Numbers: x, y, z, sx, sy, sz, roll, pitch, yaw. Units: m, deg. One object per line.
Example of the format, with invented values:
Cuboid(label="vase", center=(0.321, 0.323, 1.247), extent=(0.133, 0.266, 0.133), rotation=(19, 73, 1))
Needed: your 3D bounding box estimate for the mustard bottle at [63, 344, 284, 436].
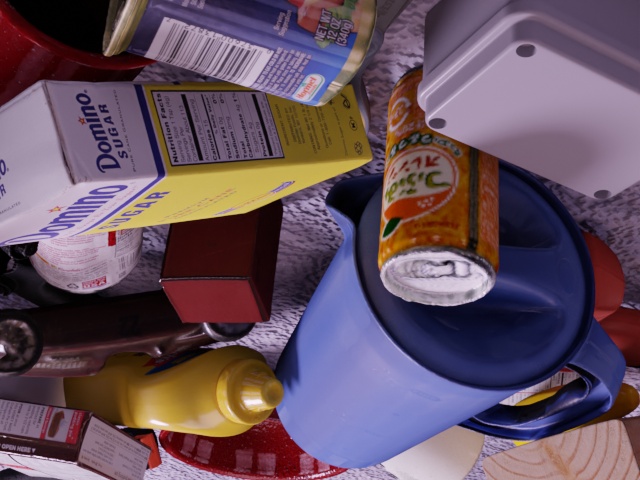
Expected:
Cuboid(label="mustard bottle", center=(-0.090, 0.100, 0.722), extent=(0.096, 0.058, 0.192), rotation=(-7, -179, -40))

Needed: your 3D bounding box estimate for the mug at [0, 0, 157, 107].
Cuboid(label="mug", center=(-0.116, -0.093, 0.426), extent=(0.117, 0.093, 0.082), rotation=(-5, 164, -34))

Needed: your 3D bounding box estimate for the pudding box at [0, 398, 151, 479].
Cuboid(label="pudding box", center=(-0.177, 0.139, 0.725), extent=(0.090, 0.039, 0.113), rotation=(4, 160, 15))

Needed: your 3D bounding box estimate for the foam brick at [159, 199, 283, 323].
Cuboid(label="foam brick", center=(-0.054, 0.001, 0.599), extent=(0.051, 0.078, 0.053), rotation=(-1, 148, 11))

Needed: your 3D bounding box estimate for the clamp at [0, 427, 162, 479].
Cuboid(label="clamp", center=(-0.201, 0.187, 0.905), extent=(0.172, 0.120, 0.039), rotation=(-17, 101, 53))

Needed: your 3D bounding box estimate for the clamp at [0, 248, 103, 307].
Cuboid(label="clamp", center=(-0.220, 0.016, 0.694), extent=(0.164, 0.036, 0.210), rotation=(3, 154, 2))

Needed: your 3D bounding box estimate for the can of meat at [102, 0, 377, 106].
Cuboid(label="can of meat", center=(-0.027, -0.105, 0.388), extent=(0.083, 0.102, 0.058), rotation=(14, 150, -20))

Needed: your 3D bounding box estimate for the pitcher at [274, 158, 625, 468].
Cuboid(label="pitcher", center=(0.058, 0.065, 0.638), extent=(0.144, 0.149, 0.243), rotation=(-10, 159, -20))

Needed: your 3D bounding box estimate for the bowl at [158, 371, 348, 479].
Cuboid(label="bowl", center=(-0.049, 0.149, 0.877), extent=(0.162, 0.055, 0.162), rotation=(4, 150, 2))

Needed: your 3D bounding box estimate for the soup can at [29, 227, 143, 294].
Cuboid(label="soup can", center=(-0.130, -0.021, 0.582), extent=(0.068, 0.068, 0.102), rotation=(8, 151, -6))

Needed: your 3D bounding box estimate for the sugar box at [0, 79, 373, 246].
Cuboid(label="sugar box", center=(-0.067, -0.034, 0.457), extent=(0.094, 0.048, 0.175), rotation=(-21, 175, 40))
